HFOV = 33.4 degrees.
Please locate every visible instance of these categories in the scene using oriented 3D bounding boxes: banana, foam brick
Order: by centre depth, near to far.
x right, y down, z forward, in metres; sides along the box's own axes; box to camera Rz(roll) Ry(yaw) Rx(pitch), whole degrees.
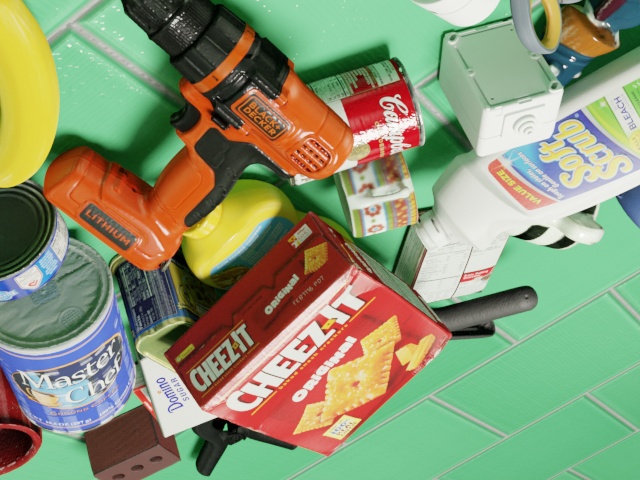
[{"bbox_3d":[-0.198,-0.092,0.671,0.069,0.037,0.198,-7,144,-24],"label":"banana"},{"bbox_3d":[-0.192,0.211,1.090,0.078,0.051,0.053,-27,146,7],"label":"foam brick"}]

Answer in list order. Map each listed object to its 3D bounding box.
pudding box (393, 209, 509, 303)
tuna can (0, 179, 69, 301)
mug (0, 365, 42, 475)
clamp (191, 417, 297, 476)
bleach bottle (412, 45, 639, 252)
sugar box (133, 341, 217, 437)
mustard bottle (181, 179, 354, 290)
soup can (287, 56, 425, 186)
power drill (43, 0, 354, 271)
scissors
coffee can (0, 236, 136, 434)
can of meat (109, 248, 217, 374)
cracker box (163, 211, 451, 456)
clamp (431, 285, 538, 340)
[{"bbox_3d":[0.122,0.012,1.002,0.090,0.039,0.114,-10,143,-18],"label":"pudding box"},{"bbox_3d":[-0.220,-0.001,0.745,0.086,0.086,0.034,-20,148,-3],"label":"tuna can"},{"bbox_3d":[-0.287,0.152,0.925,0.093,0.081,0.117,-36,144,19],"label":"mug"},{"bbox_3d":[-0.084,0.198,1.145,0.120,0.039,0.171,-17,146,-10],"label":"clamp"},{"bbox_3d":[0.192,-0.059,0.847,0.251,0.102,0.068,-32,-172,10],"label":"bleach bottle"},{"bbox_3d":[-0.075,0.104,0.975,0.176,0.048,0.093,-17,121,-12],"label":"sugar box"},{"bbox_3d":[-0.056,0.001,0.864,0.096,0.058,0.191,-42,143,14],"label":"mustard bottle"},{"bbox_3d":[0.017,-0.086,0.776,0.102,0.068,0.068,-18,147,-4],"label":"soup can"},{"bbox_3d":[-0.099,-0.072,0.706,0.188,0.057,0.184,-35,117,31],"label":"power drill"},{"bbox_3d":[0.120,-0.189,0.689,0.016,0.096,0.201,6,171,41],"label":"scissors"},{"bbox_3d":[-0.206,0.077,0.847,0.102,0.103,0.140,-15,146,-11],"label":"coffee can"},{"bbox_3d":[-0.121,0.058,0.885,0.057,0.084,0.102,-31,146,12],"label":"can of meat"},{"bbox_3d":[0.000,0.088,0.886,0.164,0.072,0.213,-44,147,7],"label":"cracker box"},{"bbox_3d":[0.107,0.084,1.069,0.209,0.036,0.165,-7,165,-15],"label":"clamp"}]
